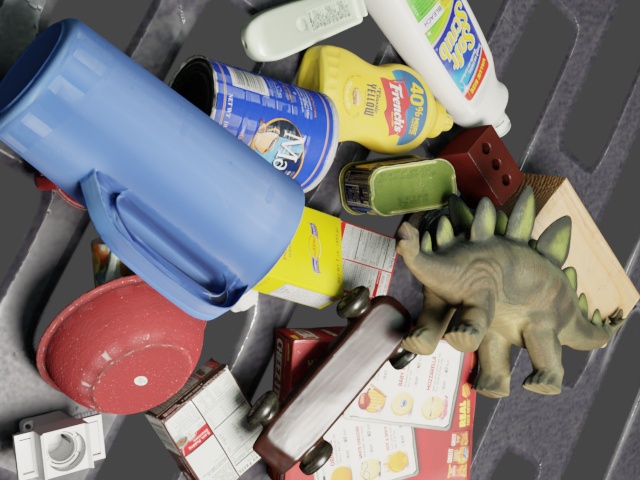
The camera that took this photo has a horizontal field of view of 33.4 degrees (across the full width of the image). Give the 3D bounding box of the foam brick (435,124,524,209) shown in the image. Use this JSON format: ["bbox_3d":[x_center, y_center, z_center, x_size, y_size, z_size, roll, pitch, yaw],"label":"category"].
[{"bbox_3d":[0.178,-0.082,1.184,0.053,0.051,0.078,-47,112,-28],"label":"foam brick"}]

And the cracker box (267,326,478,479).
[{"bbox_3d":[0.056,0.175,1.128,0.213,0.072,0.164,1,97,-21],"label":"cracker box"}]

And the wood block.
[{"bbox_3d":[0.285,0.023,1.283,0.090,0.091,0.206,-49,121,-19],"label":"wood block"}]

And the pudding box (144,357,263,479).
[{"bbox_3d":[-0.108,0.189,1.063,0.090,0.039,0.113,-40,118,-25],"label":"pudding box"}]

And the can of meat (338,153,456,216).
[{"bbox_3d":[0.081,-0.058,1.118,0.102,0.084,0.057,-10,98,-18],"label":"can of meat"}]

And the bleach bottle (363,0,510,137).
[{"bbox_3d":[0.141,-0.213,1.170,0.250,0.068,0.102,48,69,-32],"label":"bleach bottle"}]

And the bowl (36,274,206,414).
[{"bbox_3d":[-0.166,0.104,0.950,0.162,0.055,0.162,-19,141,-17],"label":"bowl"}]

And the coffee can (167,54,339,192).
[{"bbox_3d":[-0.067,-0.108,1.011,0.140,0.103,0.103,12,89,-35],"label":"coffee can"}]

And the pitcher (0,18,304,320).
[{"bbox_3d":[-0.139,-0.055,0.847,0.242,0.149,0.145,39,82,-29],"label":"pitcher"}]

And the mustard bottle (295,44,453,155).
[{"bbox_3d":[0.064,-0.140,1.127,0.191,0.058,0.096,8,87,-36],"label":"mustard bottle"}]

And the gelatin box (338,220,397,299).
[{"bbox_3d":[0.039,0.023,1.148,0.089,0.030,0.073,17,85,-35],"label":"gelatin box"}]

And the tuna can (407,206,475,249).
[{"bbox_3d":[0.134,0.000,1.168,0.086,0.034,0.086,-2,95,-23],"label":"tuna can"}]

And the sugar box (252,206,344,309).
[{"bbox_3d":[-0.057,0.001,1.049,0.175,0.048,0.093,19,57,-38],"label":"sugar box"}]
